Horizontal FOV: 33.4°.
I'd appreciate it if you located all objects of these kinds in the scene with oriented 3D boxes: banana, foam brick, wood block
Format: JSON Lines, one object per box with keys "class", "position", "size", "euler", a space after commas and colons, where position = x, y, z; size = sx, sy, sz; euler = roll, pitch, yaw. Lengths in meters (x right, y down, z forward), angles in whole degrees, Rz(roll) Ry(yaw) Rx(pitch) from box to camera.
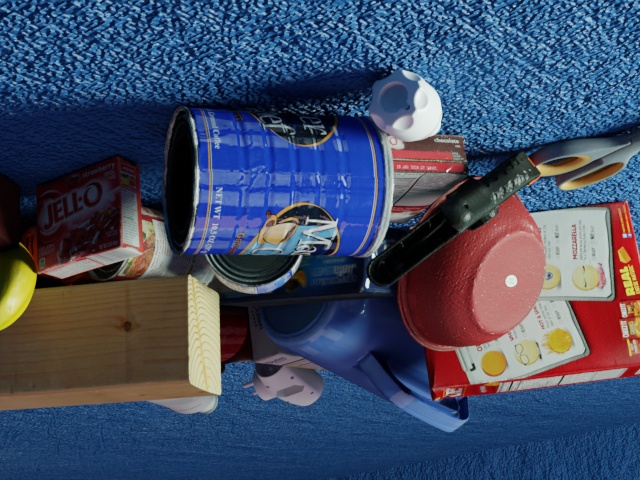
{"class": "banana", "position": [-0.265, 0.023, 0.853], "size": [0.069, 0.037, 0.198], "euler": [-21, -153, -16]}
{"class": "foam brick", "position": [-0.276, -0.019, 0.814], "size": [0.078, 0.053, 0.051], "euler": [-10, 161, 9]}
{"class": "wood block", "position": [-0.196, 0.089, 0.898], "size": [0.206, 0.091, 0.090], "euler": [-5, 165, 10]}

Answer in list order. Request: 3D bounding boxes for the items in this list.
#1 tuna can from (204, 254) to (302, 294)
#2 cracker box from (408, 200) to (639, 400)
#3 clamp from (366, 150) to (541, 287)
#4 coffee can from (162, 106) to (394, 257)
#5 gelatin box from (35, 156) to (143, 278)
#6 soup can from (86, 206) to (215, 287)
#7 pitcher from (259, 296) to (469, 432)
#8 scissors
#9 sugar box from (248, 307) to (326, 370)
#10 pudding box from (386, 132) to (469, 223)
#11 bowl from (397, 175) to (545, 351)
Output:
{"class": "tuna can", "position": [-0.056, 0.001, 0.894], "size": [0.086, 0.086, 0.034], "euler": [-6, 163, -2]}
{"class": "cracker box", "position": [0.201, 0.059, 1.029], "size": [0.213, 0.164, 0.072], "euler": [-7, 160, 3]}
{"class": "clamp", "position": [0.118, -0.029, 0.816], "size": [0.171, 0.039, 0.120], "euler": [-37, -178, -29]}
{"class": "coffee can", "position": [-0.032, -0.040, 0.750], "size": [0.140, 0.103, 0.103], "euler": [1, 161, -20]}
{"class": "gelatin box", "position": [-0.179, -0.016, 0.820], "size": [0.089, 0.073, 0.030], "euler": [-16, 159, 28]}
{"class": "soup can", "position": [-0.143, 0.008, 0.914], "size": [0.069, 0.068, 0.102], "euler": [-21, 157, 37]}
{"class": "pitcher", "position": [0.058, 0.098, 1.096], "size": [0.149, 0.145, 0.242], "euler": [5, 163, 45]}
{"class": "scissors", "position": [0.242, -0.083, 0.848], "size": [0.096, 0.016, 0.202], "euler": [3, 160, -25]}
{"class": "sugar box", "position": [-0.004, 0.095, 1.185], "size": [0.175, 0.093, 0.048], "euler": [13, 153, -43]}
{"class": "pudding box", "position": [0.052, -0.049, 0.854], "size": [0.089, 0.039, 0.114], "euler": [2, 158, -23]}
{"class": "bowl", "position": [0.143, 0.029, 0.920], "size": [0.161, 0.162, 0.055], "euler": [11, -171, -42]}
